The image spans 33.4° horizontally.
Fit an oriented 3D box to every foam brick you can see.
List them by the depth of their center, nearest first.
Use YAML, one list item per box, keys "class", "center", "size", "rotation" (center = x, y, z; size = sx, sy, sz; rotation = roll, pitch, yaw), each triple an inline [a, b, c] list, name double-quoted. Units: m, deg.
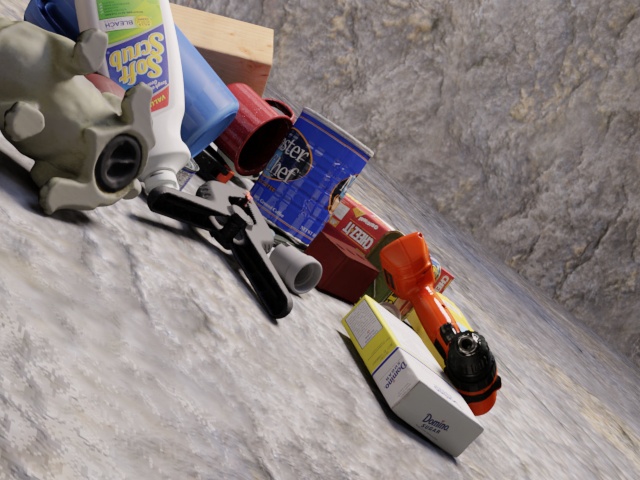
- class: "foam brick"
  center: [0.019, 0.032, 1.231]
  size: [0.053, 0.051, 0.078]
  rotation: [45, 11, 35]

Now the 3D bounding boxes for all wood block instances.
- class: "wood block"
  center: [-0.172, -0.241, 1.382]
  size: [0.206, 0.091, 0.090]
  rotation: [12, 40, -11]

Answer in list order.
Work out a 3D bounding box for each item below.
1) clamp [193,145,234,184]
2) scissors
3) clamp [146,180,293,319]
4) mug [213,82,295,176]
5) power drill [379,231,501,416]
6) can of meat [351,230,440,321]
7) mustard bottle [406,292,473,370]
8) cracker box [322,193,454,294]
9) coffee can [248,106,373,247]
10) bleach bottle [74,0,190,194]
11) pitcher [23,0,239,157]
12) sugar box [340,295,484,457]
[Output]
- class: "clamp"
  center: [-0.167, -0.129, 1.324]
  size: [0.171, 0.039, 0.120]
  rotation: [47, 15, 10]
- class: "scissors"
  center: [-0.058, 0.001, 1.191]
  size: [0.201, 0.016, 0.096]
  rotation: [30, 14, -45]
- class: "clamp"
  center: [-0.080, -0.004, 1.031]
  size: [0.164, 0.036, 0.210]
  rotation: [45, 12, -3]
- class: "mug"
  center: [-0.085, -0.145, 1.321]
  size: [0.081, 0.117, 0.093]
  rotation: [44, -34, 24]
- class: "power drill"
  center: [0.128, 0.086, 1.134]
  size: [0.184, 0.057, 0.188]
  rotation: [71, -7, -62]
- class: "can of meat"
  center: [0.089, 0.047, 1.284]
  size: [0.057, 0.102, 0.083]
  rotation: [44, 8, 32]
- class: "mustard bottle"
  center: [0.161, 0.125, 1.313]
  size: [0.096, 0.058, 0.192]
  rotation: [37, 9, -18]
- class: "cracker box"
  center: [0.063, 0.003, 1.420]
  size: [0.164, 0.072, 0.213]
  rotation: [39, 3, 34]
- class: "coffee can"
  center: [-0.016, -0.076, 1.297]
  size: [0.103, 0.140, 0.103]
  rotation: [34, 3, -2]
- class: "bleach bottle"
  center: [-0.176, -0.154, 1.069]
  size: [0.068, 0.102, 0.251]
  rotation: [116, -39, -59]
- class: "pitcher"
  center: [-0.213, -0.201, 1.200]
  size: [0.243, 0.149, 0.145]
  rotation: [48, -17, 0]
- class: "sugar box"
  center: [0.085, 0.129, 1.037]
  size: [0.093, 0.048, 0.176]
  rotation: [39, 11, -25]
